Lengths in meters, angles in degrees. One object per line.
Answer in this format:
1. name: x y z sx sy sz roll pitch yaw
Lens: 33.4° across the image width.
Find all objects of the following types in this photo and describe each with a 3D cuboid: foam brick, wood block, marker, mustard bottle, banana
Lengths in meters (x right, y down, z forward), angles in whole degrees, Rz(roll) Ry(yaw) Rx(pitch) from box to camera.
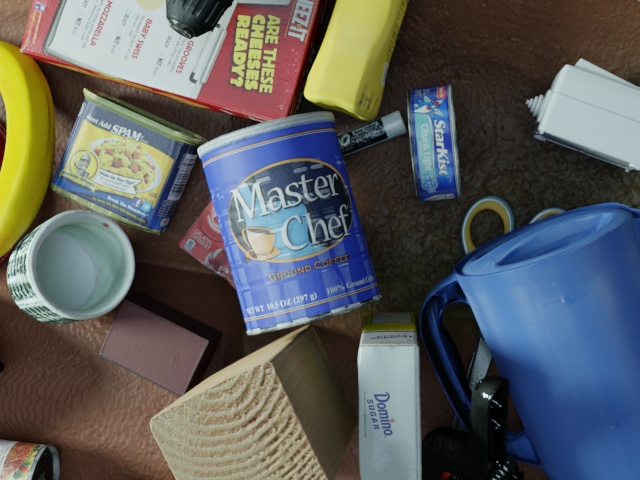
1. foam brick: -0.126 0.082 0.846 0.078 0.053 0.051 26 95 5
2. wood block: -0.039 0.129 0.760 0.090 0.206 0.091 -27 89 7
3. marker: 0.009 -0.072 0.841 0.121 0.020 0.020 -21 90 7
4. mustard bottle: 0.042 -0.188 0.794 0.058 0.096 0.192 18 94 6
5. banana: -0.241 -0.083 0.842 0.070 0.037 0.198 -17 68 10

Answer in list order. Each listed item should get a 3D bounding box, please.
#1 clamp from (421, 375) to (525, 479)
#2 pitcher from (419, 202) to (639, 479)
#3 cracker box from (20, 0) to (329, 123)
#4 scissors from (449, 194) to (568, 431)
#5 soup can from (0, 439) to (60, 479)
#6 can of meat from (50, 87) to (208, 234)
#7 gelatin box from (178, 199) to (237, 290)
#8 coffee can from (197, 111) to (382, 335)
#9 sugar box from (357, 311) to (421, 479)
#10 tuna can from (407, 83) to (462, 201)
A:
1. clamp: 0.118 0.161 0.748 0.036 0.210 0.164 -42 101 -25
2. pitcher: 0.188 0.106 0.769 0.144 0.149 0.243 -26 99 -30
3. cracker box: -0.103 -0.191 0.824 0.214 0.072 0.164 16 93 5
4. scissors: 0.121 0.052 0.833 0.096 0.016 0.202 34 94 2
5. soup can: -0.271 0.193 0.860 0.102 0.068 0.068 6 93 7
6. can of meat: -0.152 -0.061 0.842 0.102 0.057 0.084 24 97 6
7. gelatin box: -0.056 0.001 0.846 0.089 0.030 0.073 38 95 3
8. coffee can: -0.022 -0.012 0.776 0.103 0.102 0.140 -15 90 7
9. sugar box: 0.049 0.106 0.764 0.048 0.176 0.093 -1 92 6
10. tuna can: 0.086 -0.073 0.799 0.034 0.086 0.086 -5 92 8
